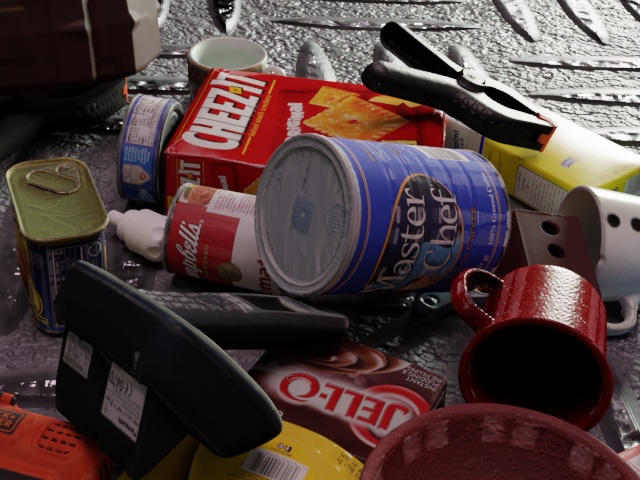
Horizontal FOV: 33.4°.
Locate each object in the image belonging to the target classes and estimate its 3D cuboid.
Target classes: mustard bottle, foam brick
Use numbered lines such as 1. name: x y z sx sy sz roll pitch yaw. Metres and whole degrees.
1. mustard bottle: -0.050 0.171 0.532 0.096 0.058 0.191 19 37 14
2. foam brick: 0.158 0.024 0.758 0.053 0.051 0.078 6 47 -13

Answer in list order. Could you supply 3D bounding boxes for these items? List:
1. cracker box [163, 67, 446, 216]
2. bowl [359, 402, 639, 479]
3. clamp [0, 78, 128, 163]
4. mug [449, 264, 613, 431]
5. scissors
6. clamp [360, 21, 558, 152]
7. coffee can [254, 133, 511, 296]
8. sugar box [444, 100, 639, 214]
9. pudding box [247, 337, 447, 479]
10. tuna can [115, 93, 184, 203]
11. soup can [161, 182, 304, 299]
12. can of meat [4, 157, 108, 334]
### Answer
1. cracker box: -0.006 -0.074 0.885 0.214 0.072 0.164 7 33 5
2. bowl: 0.097 0.161 0.566 0.162 0.055 0.162 3 34 -2
3. clamp: -0.253 -0.109 0.933 0.209 0.036 0.165 -18 32 -34
4. mug: 0.130 0.061 0.678 0.117 0.093 0.081 37 32 -4
5. scissors: 0.074 0.035 0.780 0.201 0.016 0.096 -14 41 -26
6. clamp: 0.113 -0.128 0.887 0.171 0.039 0.120 24 37 -11
7. coffee can: 0.042 -0.015 0.709 0.140 0.103 0.103 1 30 -38
8. sugar box: 0.188 -0.075 0.931 0.093 0.048 0.176 -22 43 -33
9. pudding box: 0.010 0.103 0.656 0.114 0.039 0.089 18 37 20
10. tuna can: -0.135 -0.073 0.857 0.034 0.086 0.086 9 35 4
11. soup can: -0.055 0.001 0.773 0.102 0.068 0.068 12 35 10
12. can of meat: -0.181 0.004 0.740 0.057 0.084 0.102 -10 37 -20
